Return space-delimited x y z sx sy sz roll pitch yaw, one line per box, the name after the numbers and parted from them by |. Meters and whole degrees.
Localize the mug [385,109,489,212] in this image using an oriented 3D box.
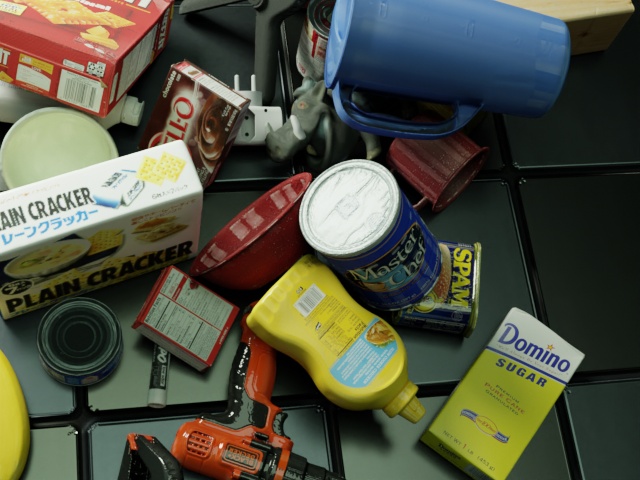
0.120 -0.083 1.191 0.081 0.093 0.117 42 87 15 | mug

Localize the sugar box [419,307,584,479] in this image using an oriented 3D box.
0.191 0.162 1.111 0.093 0.048 0.176 36 67 8 | sugar box

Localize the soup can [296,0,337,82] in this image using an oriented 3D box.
0.011 -0.230 1.226 0.068 0.102 0.068 3 66 -8 | soup can

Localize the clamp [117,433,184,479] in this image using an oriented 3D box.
-0.146 0.257 0.989 0.120 0.039 0.171 -21 64 26 | clamp

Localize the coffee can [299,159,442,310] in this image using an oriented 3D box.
0.053 -0.003 1.067 0.103 0.140 0.103 -11 60 20 | coffee can

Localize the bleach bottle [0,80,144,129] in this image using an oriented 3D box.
-0.320 -0.165 1.167 0.250 0.068 0.102 15 61 -4 | bleach bottle

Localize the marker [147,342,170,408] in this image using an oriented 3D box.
-0.161 0.110 1.092 0.020 0.020 0.121 6 65 -7 | marker

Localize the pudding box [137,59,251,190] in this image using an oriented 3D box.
-0.136 -0.124 1.152 0.090 0.114 0.039 32 28 5 | pudding box

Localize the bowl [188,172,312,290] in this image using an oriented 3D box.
-0.057 0.001 1.098 0.162 0.162 0.055 -45 105 -23 | bowl

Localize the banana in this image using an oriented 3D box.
-0.320 0.163 1.033 0.069 0.037 0.198 -8 68 -14 | banana

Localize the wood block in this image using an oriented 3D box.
0.256 -0.275 1.292 0.206 0.091 0.090 -11 69 -14 | wood block

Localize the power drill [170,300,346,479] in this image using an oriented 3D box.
-0.037 0.166 1.067 0.184 0.057 0.187 20 64 -4 | power drill

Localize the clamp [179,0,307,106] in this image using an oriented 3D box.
-0.060 -0.264 1.193 0.036 0.210 0.164 -24 76 -51 | clamp

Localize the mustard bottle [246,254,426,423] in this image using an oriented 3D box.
0.027 0.108 1.043 0.191 0.058 0.096 42 59 4 | mustard bottle

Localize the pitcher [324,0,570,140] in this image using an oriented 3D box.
0.128 -0.191 1.114 0.242 0.149 0.145 11 33 -8 | pitcher

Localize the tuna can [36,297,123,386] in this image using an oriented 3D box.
-0.242 0.101 1.075 0.086 0.034 0.086 3 66 -8 | tuna can

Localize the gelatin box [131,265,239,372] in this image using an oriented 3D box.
-0.137 0.079 1.088 0.089 0.030 0.073 34 58 -14 | gelatin box

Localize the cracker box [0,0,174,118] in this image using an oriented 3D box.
-0.266 -0.227 1.143 0.164 0.072 0.213 20 32 -1 | cracker box

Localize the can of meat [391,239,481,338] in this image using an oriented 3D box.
0.124 0.047 1.146 0.084 0.057 0.102 8 64 -2 | can of meat
